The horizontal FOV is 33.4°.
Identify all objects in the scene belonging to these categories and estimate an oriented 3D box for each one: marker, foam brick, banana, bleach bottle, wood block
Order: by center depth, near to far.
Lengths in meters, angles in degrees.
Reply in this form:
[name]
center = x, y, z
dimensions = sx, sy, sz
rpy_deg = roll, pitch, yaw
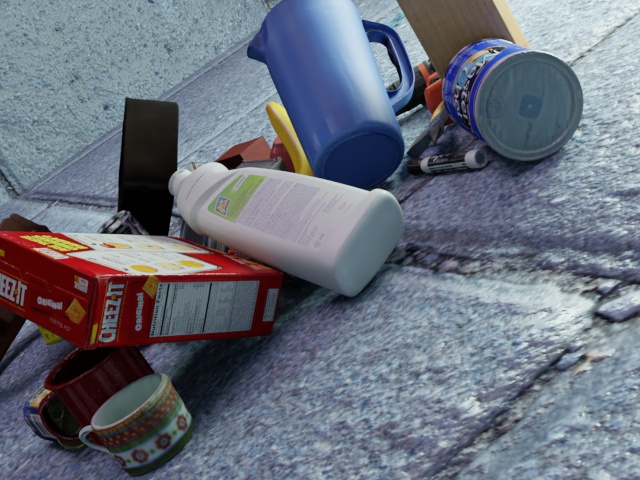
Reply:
[bleach bottle]
center = -0.048, -0.030, 1.031
dimensions = 0.251, 0.068, 0.102
rpy_deg = 21, 64, 37
[marker]
center = 0.130, -0.081, 1.122
dimensions = 0.020, 0.020, 0.121
rpy_deg = -41, 19, -25
[wood block]
center = 0.161, -0.229, 1.155
dimensions = 0.090, 0.206, 0.090
rpy_deg = -25, 18, 22
[banana]
center = -0.028, -0.109, 1.352
dimensions = 0.037, 0.069, 0.198
rpy_deg = -41, 35, 21
[foam brick]
center = -0.109, -0.114, 1.576
dimensions = 0.078, 0.053, 0.051
rpy_deg = -12, 26, 52

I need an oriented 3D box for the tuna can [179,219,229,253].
[tuna can]
center = -0.137, 0.002, 1.256
dimensions = 0.033, 0.086, 0.086
rpy_deg = 6, -1, -27

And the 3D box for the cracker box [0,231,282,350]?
[cracker box]
center = -0.168, 0.043, 0.973
dimensions = 0.164, 0.072, 0.213
rpy_deg = 17, 11, 42

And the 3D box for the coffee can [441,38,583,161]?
[coffee can]
center = 0.185, -0.141, 1.049
dimensions = 0.103, 0.103, 0.140
rpy_deg = -32, 17, 2

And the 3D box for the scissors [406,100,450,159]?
[scissors]
center = 0.114, -0.107, 1.156
dimensions = 0.096, 0.016, 0.201
rpy_deg = -53, 3, 30

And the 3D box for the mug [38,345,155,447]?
[mug]
center = -0.202, 0.143, 0.980
dimensions = 0.117, 0.081, 0.093
rpy_deg = -32, 17, 1

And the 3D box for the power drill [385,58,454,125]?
[power drill]
center = 0.156, -0.196, 1.326
dimensions = 0.184, 0.057, 0.187
rpy_deg = -31, 17, 7

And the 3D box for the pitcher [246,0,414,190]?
[pitcher]
center = 0.025, -0.176, 1.254
dimensions = 0.149, 0.144, 0.243
rpy_deg = -39, 47, 22

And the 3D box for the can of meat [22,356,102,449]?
[can of meat]
center = -0.237, 0.156, 1.053
dimensions = 0.102, 0.057, 0.084
rpy_deg = -41, 17, -29
